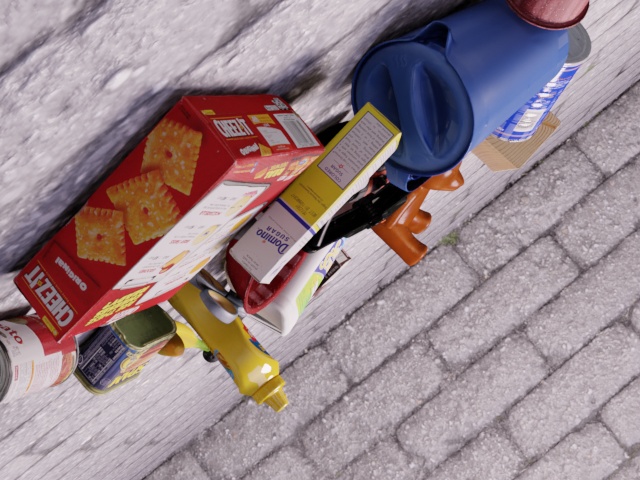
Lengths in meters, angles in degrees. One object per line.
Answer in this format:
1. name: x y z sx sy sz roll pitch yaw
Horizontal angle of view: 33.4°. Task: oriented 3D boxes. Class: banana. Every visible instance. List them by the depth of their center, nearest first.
1. banana: -0.184 0.120 1.331 0.197 0.069 0.037 27 74 -85

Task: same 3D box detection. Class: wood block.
1. wood block: 0.264 -0.161 1.539 0.090 0.091 0.206 -47 -179 2

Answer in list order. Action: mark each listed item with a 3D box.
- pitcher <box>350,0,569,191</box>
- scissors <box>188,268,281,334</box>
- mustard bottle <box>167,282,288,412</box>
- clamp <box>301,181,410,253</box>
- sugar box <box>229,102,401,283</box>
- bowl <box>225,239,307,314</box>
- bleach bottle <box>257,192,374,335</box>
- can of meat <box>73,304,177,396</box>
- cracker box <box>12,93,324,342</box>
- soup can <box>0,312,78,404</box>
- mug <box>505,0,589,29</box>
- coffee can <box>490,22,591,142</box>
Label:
1. pitcher: 0.146 -0.159 1.064 0.149 0.145 0.242 -19 -169 45
2. scissors: -0.089 0.084 1.205 0.016 0.096 0.201 -42 129 7
3. mustard bottle: -0.103 0.121 1.250 0.058 0.192 0.096 -38 171 -9
4. clamp: 0.066 -0.040 1.254 0.165 0.036 0.209 -32 176 13
5. sugar box: -0.005 -0.039 0.941 0.176 0.048 0.093 -45 177 -1
6. bowl: -0.058 0.001 1.198 0.162 0.055 0.162 -52 165 -20
7. bleach bottle: -0.001 -0.004 1.348 0.250 0.068 0.102 -54 165 -22
8. can of meat: -0.221 0.119 1.207 0.084 0.057 0.102 -46 170 24
9. cracker box: -0.118 -0.024 0.845 0.214 0.072 0.164 -42 171 23
10. soup can: -0.260 0.100 0.898 0.069 0.068 0.102 -42 170 17
11. mug: 0.216 -0.262 1.010 0.117 0.093 0.082 1 154 -12
12. coffee can: 0.247 -0.202 1.287 0.102 0.103 0.140 -33 161 -36
